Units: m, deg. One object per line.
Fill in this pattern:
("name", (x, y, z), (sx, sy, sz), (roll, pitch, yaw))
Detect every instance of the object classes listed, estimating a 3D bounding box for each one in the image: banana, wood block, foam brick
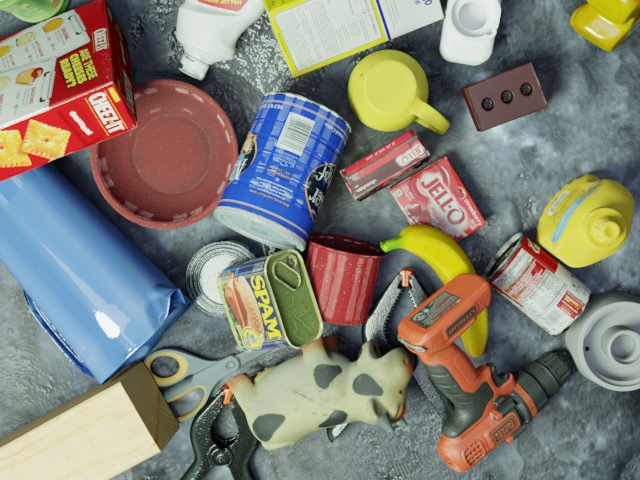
("banana", (0.138, 0.044, 1.159), (0.069, 0.037, 0.197), (-44, 118, -5))
("wood block", (-0.273, 0.229, 1.184), (0.206, 0.090, 0.090), (-29, 94, 10))
("foam brick", (0.198, -0.154, 1.151), (0.078, 0.051, 0.053), (-21, 95, 4))

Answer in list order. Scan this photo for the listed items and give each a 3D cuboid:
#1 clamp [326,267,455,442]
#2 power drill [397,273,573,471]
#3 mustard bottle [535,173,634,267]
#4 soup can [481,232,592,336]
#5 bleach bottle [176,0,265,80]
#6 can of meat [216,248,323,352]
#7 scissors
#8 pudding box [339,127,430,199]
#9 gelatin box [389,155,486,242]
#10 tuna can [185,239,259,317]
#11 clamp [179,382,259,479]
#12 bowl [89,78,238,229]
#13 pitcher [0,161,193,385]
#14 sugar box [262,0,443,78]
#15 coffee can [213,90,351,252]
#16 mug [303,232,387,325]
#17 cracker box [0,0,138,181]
("clamp", (0.082, 0.137, 1.193), (0.164, 0.036, 0.210), (-4, 94, 8))
("power drill", (0.176, 0.129, 1.134), (0.184, 0.057, 0.187), (-37, 115, -18))
("mustard bottle", (0.274, -0.019, 1.091), (0.058, 0.191, 0.096), (39, 96, -2))
("soup can", (0.236, 0.048, 1.162), (0.102, 0.068, 0.068), (39, 96, -2))
("bleach bottle", (-0.078, -0.287, 1.147), (0.102, 0.068, 0.251), (27, 99, -1))
("can of meat", (-0.055, 0.066, 1.130), (0.084, 0.057, 0.102), (-13, 96, 44))
("scissors", (-0.119, 0.130, 1.212), (0.202, 0.016, 0.096), (-40, 95, 6))
("pudding box", (0.069, -0.079, 1.134), (0.090, 0.113, 0.039), (-30, 90, 5))
("gelatin box", (0.129, -0.038, 1.177), (0.073, 0.030, 0.089), (-31, 94, 5))
("tuna can", (-0.106, 0.042, 1.194), (0.086, 0.033, 0.086), (0, 96, 2))
("clamp", (-0.121, 0.246, 1.210), (0.120, 0.039, 0.171), (-3, 99, -5))
("bowl", (-0.167, -0.095, 1.172), (0.162, 0.055, 0.162), (0, 96, 3))
("pitcher", (-0.270, 0.034, 1.162), (0.149, 0.145, 0.243), (-42, 89, -6))
("sugar box", (0.035, -0.249, 1.132), (0.176, 0.048, 0.093), (-22, 135, 2))
("coffee can", (-0.039, -0.072, 1.126), (0.103, 0.103, 0.140), (22, 79, 0))
("mug", (0.010, 0.039, 1.168), (0.117, 0.093, 0.081), (18, 103, 32))
("cracker box", (-0.306, -0.149, 1.122), (0.214, 0.164, 0.072), (-20, 135, 4))
